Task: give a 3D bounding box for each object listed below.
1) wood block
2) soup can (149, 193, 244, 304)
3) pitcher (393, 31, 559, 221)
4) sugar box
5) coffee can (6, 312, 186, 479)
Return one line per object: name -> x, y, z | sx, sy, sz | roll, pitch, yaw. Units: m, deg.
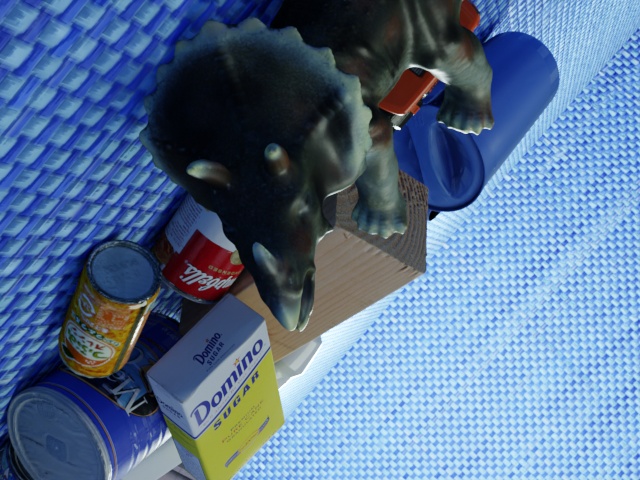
wood block -> -0.017, 0.017, 0.859 | 0.206, 0.090, 0.090 | -34, -143, 40
soup can -> -0.075, -0.011, 0.806 | 0.102, 0.068, 0.068 | -52, 169, 23
pitcher -> 0.177, -0.138, 1.230 | 0.149, 0.145, 0.242 | -19, -162, 46
sugar box -> -0.078, 0.128, 0.858 | 0.093, 0.048, 0.176 | -45, 155, -23
coffee can -> -0.169, 0.134, 0.874 | 0.140, 0.103, 0.103 | -36, 165, -50
